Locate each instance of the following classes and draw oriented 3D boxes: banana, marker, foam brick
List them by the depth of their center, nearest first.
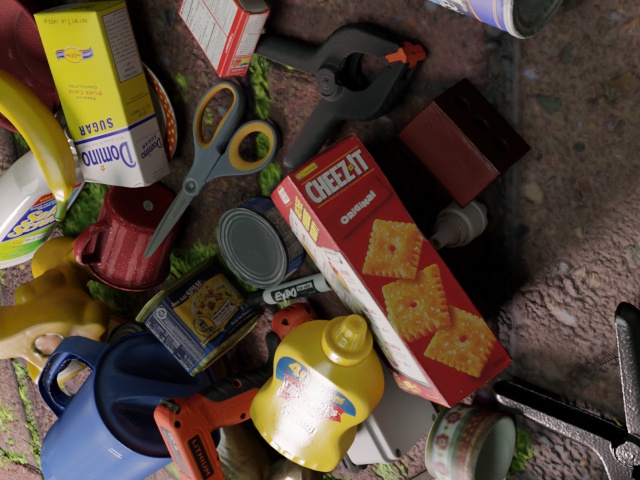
[{"bbox_3d":[0.110,-0.075,0.821,0.078,0.052,0.051,48,137,5],"label":"foam brick"},{"bbox_3d":[-0.030,0.049,1.044,0.121,0.020,0.020,-17,104,46],"label":"marker"},{"bbox_3d":[-0.299,-0.116,1.070,0.070,0.037,0.198,-38,82,18],"label":"banana"}]

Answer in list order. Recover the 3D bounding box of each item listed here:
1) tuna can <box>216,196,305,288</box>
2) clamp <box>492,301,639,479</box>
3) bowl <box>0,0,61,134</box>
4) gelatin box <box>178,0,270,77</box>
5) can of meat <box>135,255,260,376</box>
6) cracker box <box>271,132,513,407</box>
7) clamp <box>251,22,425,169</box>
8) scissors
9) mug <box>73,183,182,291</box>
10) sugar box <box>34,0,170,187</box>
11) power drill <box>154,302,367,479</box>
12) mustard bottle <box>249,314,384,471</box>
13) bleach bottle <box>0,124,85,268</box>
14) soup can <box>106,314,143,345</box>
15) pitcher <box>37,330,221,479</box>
[{"bbox_3d":[-0.057,0.001,1.027,0.086,0.033,0.086,21,128,30],"label":"tuna can"},{"bbox_3d":[0.245,0.163,0.863,0.210,0.036,0.165,55,137,-1],"label":"clamp"},{"bbox_3d":[-0.308,-0.194,1.109,0.162,0.055,0.162,21,128,30],"label":"bowl"},{"bbox_3d":[-0.083,-0.196,0.912,0.089,0.030,0.073,58,141,28],"label":"gelatin box"},{"bbox_3d":[-0.121,0.077,1.082,0.084,0.101,0.058,47,135,5],"label":"can of meat"},{"bbox_3d":[0.052,0.025,0.872,0.213,0.072,0.164,56,172,-1],"label":"cracker box"},{"bbox_3d":[0.008,-0.140,0.881,0.172,0.039,0.120,-25,94,41],"label":"clamp"},{"bbox_3d":[-0.101,-0.051,1.005,0.096,0.016,0.202,27,113,14],"label":"scissors"},{"bbox_3d":[-0.199,-0.007,1.090,0.093,0.117,0.082,51,135,29],"label":"mug"},{"bbox_3d":[-0.210,-0.140,1.032,0.093,0.048,0.176,7,118,38],"label":"sugar box"},{"bbox_3d":[-0.051,0.176,1.025,0.057,0.187,0.184,-1,114,63],"label":"power drill"},{"bbox_3d":[0.003,0.121,0.906,0.096,0.058,0.192,37,141,10],"label":"mustard bottle"},{"bbox_3d":[-0.318,-0.052,1.171,0.251,0.102,0.068,-40,72,46],"label":"bleach bottle"},{"bbox_3d":[-0.263,0.116,1.254,0.102,0.068,0.068,14,124,34],"label":"soup can"},{"bbox_3d":[-0.223,0.194,1.138,0.243,0.144,0.149,-42,61,49],"label":"pitcher"}]
